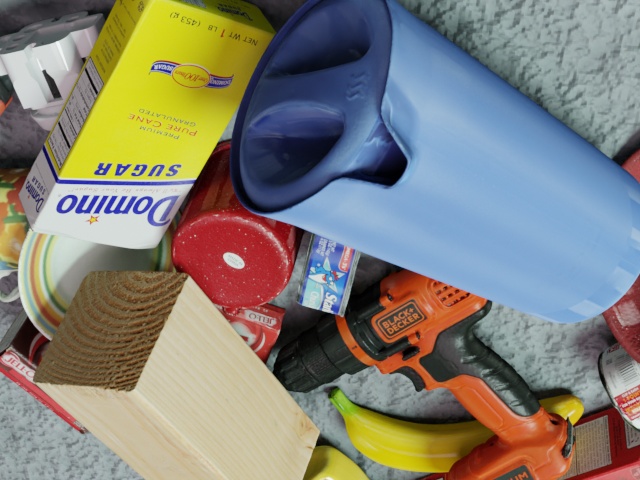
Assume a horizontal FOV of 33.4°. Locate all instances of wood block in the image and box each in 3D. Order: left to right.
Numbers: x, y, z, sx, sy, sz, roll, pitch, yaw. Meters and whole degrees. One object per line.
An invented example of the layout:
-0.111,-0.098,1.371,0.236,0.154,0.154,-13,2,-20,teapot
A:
-0.093,0.117,0.750,0.090,0.090,0.206,0,143,31,wood block

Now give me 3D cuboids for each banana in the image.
0.105,0.152,0.837,0.198,0.037,0.069,-1,126,12,banana

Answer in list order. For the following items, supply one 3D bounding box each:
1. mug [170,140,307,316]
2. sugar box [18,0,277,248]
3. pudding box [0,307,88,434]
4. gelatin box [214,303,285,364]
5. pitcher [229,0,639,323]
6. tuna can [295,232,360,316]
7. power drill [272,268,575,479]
-0.055,0.001,0.727,0.093,0.081,0.117,13,127,1,mug
-0.109,-0.075,0.664,0.093,0.048,0.176,10,122,-39,sugar box
-0.176,0.070,0.782,0.039,0.113,0.090,-30,117,36,pudding box
-0.075,0.080,0.822,0.073,0.030,0.089,20,128,-5,gelatin box
0.074,-0.042,0.622,0.242,0.149,0.145,24,149,-34,pitcher
0.010,0.006,0.717,0.034,0.086,0.086,15,127,1,tuna can
0.080,0.112,0.777,0.185,0.057,0.187,-32,102,25,power drill
